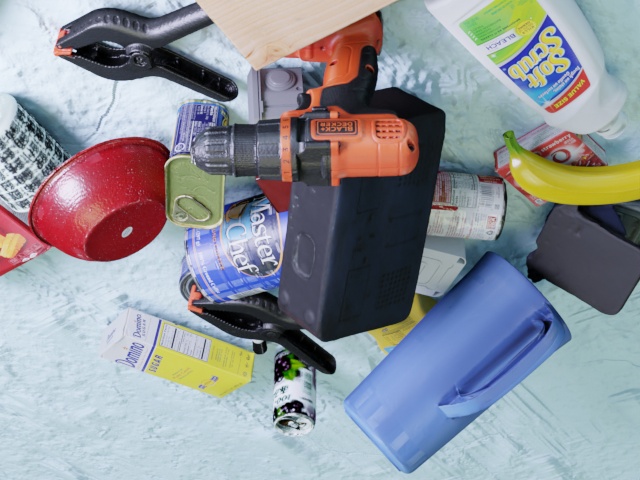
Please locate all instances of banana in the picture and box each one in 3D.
[{"bbox_3d":[0.267,-0.064,1.033,0.197,0.037,0.070,4,138,-6],"label":"banana"}]

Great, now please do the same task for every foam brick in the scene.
[{"bbox_3d":[-0.028,-0.077,1.048,0.051,0.078,0.053,-14,137,20],"label":"foam brick"}]

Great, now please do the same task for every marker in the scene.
[{"bbox_3d":[-0.079,0.102,1.309,0.020,0.020,0.121,-1,140,4],"label":"marker"}]

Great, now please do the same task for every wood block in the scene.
[{"bbox_3d":[0.012,-0.232,0.839,0.206,0.090,0.090,-23,136,22],"label":"wood block"}]

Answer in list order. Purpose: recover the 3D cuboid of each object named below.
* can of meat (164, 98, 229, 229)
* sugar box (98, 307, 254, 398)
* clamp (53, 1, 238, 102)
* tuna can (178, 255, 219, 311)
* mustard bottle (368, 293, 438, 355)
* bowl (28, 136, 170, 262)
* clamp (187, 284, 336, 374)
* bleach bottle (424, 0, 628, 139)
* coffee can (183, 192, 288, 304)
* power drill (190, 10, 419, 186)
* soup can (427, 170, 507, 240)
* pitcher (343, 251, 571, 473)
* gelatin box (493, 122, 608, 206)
[{"bbox_3d":[-0.119,-0.075,1.049,0.057,0.084,0.102,5,140,-3],"label":"can of meat"},{"bbox_3d":[-0.179,0.143,1.333,0.176,0.048,0.093,20,149,-23],"label":"sugar box"},{"bbox_3d":[-0.154,-0.181,0.960,0.171,0.039,0.120,7,138,-5],"label":"clamp"},{"bbox_3d":[-0.120,0.045,1.231,0.086,0.033,0.086,2,140,1],"label":"tuna can"},{"bbox_3d":[0.107,0.101,1.267,0.096,0.058,0.191,-26,132,23],"label":"mustard bottle"},{"bbox_3d":[-0.207,-0.028,1.071,0.162,0.055,0.162,-27,153,-15],"label":"bowl"},{"bbox_3d":[-0.045,0.089,1.215,0.209,0.036,0.165,21,146,-16],"label":"clamp"},{"bbox_3d":[0.202,-0.169,0.939,0.103,0.068,0.250,-29,133,32],"label":"bleach bottle"},{"bbox_3d":[-0.057,0.001,1.123,0.140,0.103,0.102,-16,137,21],"label":"coffee can"},{"bbox_3d":[-0.013,-0.125,0.905,0.184,0.187,0.057,0,142,0],"label":"power drill"},{"bbox_3d":[0.134,-0.037,1.094,0.102,0.068,0.068,5,140,-4],"label":"soup can"},{"bbox_3d":[0.148,0.138,1.156,0.243,0.145,0.149,-43,156,-5],"label":"pitcher"},{"bbox_3d":[0.230,-0.079,1.068,0.089,0.030,0.073,-30,130,32],"label":"gelatin box"}]
